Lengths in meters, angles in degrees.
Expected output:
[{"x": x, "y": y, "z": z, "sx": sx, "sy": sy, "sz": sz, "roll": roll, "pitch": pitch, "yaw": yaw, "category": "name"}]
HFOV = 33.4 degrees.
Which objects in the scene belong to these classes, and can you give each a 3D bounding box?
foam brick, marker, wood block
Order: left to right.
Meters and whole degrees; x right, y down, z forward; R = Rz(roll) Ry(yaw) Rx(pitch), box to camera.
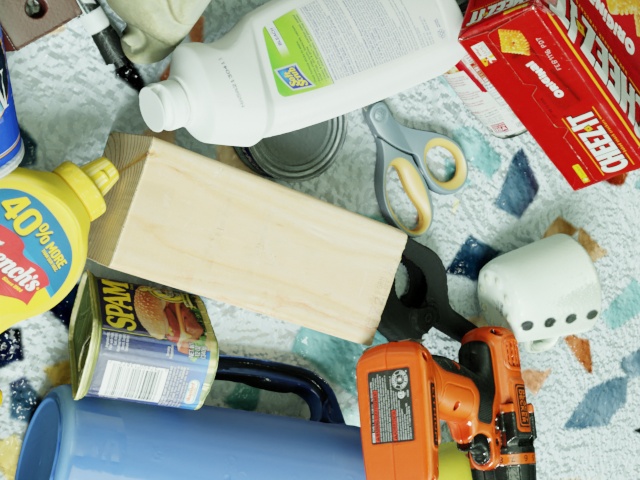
[{"x": -0.196, "y": -0.165, "z": 0.671, "sx": 0.053, "sy": 0.051, "sz": 0.078, "roll": -36, "pitch": 113, "yaw": -20, "category": "foam brick"}, {"x": -0.163, "y": -0.168, "z": 0.707, "sx": 0.020, "sy": 0.020, "sz": 0.121, "roll": -38, "pitch": 114, "yaw": -18, "category": "marker"}, {"x": -0.055, "y": 0.000, "z": 0.753, "sx": 0.205, "sy": 0.091, "sz": 0.090, "roll": 20, "pitch": 88, "yaw": -29, "category": "wood block"}]

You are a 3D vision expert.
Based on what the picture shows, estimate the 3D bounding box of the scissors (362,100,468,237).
[{"x": 0.062, "y": -0.100, "z": 0.843, "sx": 0.096, "sy": 0.016, "sz": 0.202, "roll": -26, "pitch": 110, "yaw": -24, "category": "scissors"}]

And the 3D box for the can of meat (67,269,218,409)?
[{"x": -0.120, "y": 0.068, "z": 0.713, "sx": 0.083, "sy": 0.102, "sz": 0.057, "roll": 12, "pitch": 110, "yaw": -20, "category": "can of meat"}]

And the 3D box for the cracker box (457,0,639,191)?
[{"x": 0.197, "y": -0.173, "z": 0.821, "sx": 0.164, "sy": 0.072, "sz": 0.213, "roll": 45, "pitch": 45, "yaw": -27, "category": "cracker box"}]

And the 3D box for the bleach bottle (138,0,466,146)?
[{"x": -0.014, "y": -0.130, "z": 0.730, "sx": 0.250, "sy": 0.068, "sz": 0.102, "roll": -24, "pitch": 81, "yaw": -34, "category": "bleach bottle"}]

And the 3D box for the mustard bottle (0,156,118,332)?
[{"x": -0.202, "y": 0.011, "z": 0.655, "sx": 0.191, "sy": 0.058, "sz": 0.096, "roll": -41, "pitch": 116, "yaw": -22, "category": "mustard bottle"}]

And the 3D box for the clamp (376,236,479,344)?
[{"x": 0.087, "y": 0.060, "z": 0.872, "sx": 0.120, "sy": 0.039, "sz": 0.171, "roll": -29, "pitch": 114, "yaw": -34, "category": "clamp"}]

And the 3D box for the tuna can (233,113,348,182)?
[{"x": -0.024, "y": -0.087, "z": 0.788, "sx": 0.086, "sy": 0.034, "sz": 0.086, "roll": -5, "pitch": 101, "yaw": -28, "category": "tuna can"}]

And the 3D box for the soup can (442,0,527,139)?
[{"x": 0.135, "y": -0.138, "z": 0.847, "sx": 0.102, "sy": 0.069, "sz": 0.068, "roll": 45, "pitch": 76, "yaw": -27, "category": "soup can"}]

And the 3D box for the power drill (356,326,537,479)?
[{"x": 0.102, "y": 0.149, "z": 0.789, "sx": 0.187, "sy": 0.057, "sz": 0.184, "roll": 16, "pitch": 64, "yaw": -54, "category": "power drill"}]

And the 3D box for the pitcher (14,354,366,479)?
[{"x": -0.083, "y": 0.166, "z": 0.754, "sx": 0.242, "sy": 0.149, "sz": 0.145, "roll": 17, "pitch": 105, "yaw": -27, "category": "pitcher"}]
